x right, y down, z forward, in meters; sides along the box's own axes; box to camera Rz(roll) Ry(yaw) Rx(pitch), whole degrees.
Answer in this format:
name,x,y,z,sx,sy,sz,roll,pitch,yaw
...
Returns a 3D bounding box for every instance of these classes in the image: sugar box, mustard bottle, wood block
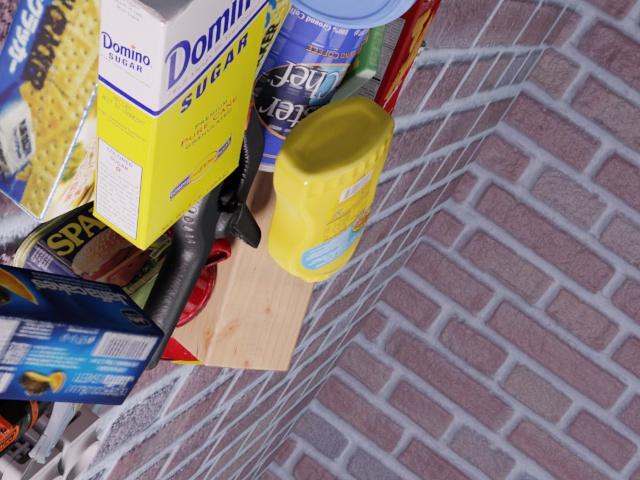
name,x,y,z,sx,sy,sz,roll,pitch,yaw
sugar box,-0.074,-0.082,0.565,0.093,0.048,0.176,-47,167,-35
mustard bottle,0.002,-0.023,0.834,0.096,0.058,0.192,-39,159,-27
wood block,-0.055,0.001,0.939,0.090,0.091,0.206,9,103,-37

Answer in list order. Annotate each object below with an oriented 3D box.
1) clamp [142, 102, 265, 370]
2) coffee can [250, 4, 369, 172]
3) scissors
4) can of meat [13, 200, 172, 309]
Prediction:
name,x,y,z,sx,sy,sz,roll,pitch,yaw
clamp,-0.072,-0.024,0.749,0.164,0.036,0.210,-50,164,-49
coffee can,-0.032,-0.137,0.795,0.140,0.103,0.102,-60,168,28
scissors,-0.224,0.160,0.870,0.201,0.016,0.096,-60,178,-24
can of meat,-0.159,0.018,0.781,0.101,0.084,0.058,-44,165,-44
